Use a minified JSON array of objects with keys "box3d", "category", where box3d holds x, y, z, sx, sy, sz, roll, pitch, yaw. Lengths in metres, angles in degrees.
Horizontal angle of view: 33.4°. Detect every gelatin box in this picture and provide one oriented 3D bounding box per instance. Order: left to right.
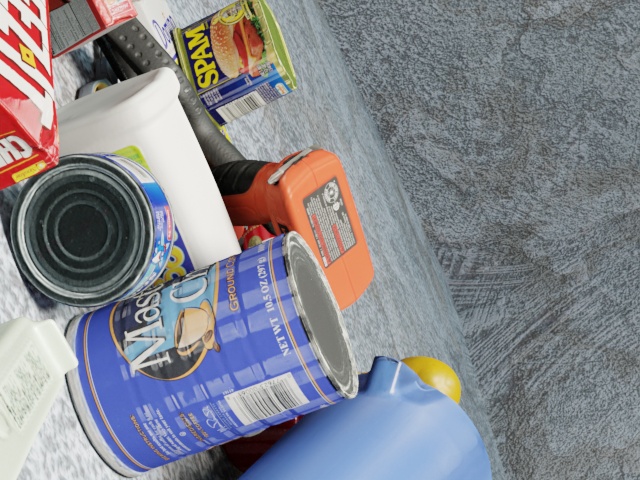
[{"box3d":[-0.169,-0.171,0.725,0.030,0.089,0.073,-32,103,-35],"category":"gelatin box"}]

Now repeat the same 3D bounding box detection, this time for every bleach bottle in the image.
[{"box3d":[-0.088,0.021,0.692,0.251,0.103,0.068,64,26,-22],"category":"bleach bottle"}]

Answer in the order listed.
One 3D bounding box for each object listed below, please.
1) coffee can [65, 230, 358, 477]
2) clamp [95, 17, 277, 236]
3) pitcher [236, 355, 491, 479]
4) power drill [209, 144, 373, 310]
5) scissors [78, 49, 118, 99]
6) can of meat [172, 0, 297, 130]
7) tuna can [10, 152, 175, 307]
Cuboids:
[{"box3d":[-0.062,0.067,0.623,0.102,0.140,0.103,-22,90,-80],"category":"coffee can"},{"box3d":[-0.111,-0.093,0.822,0.210,0.036,0.165,53,-16,-19],"category":"clamp"},{"box3d":[0.000,0.185,0.614,0.149,0.145,0.242,52,30,6],"category":"pitcher"},{"box3d":[-0.055,0.001,0.745,0.057,0.188,0.184,-42,124,-37],"category":"power drill"},{"box3d":[-0.161,-0.116,0.846,0.202,0.016,0.096,-97,165,-55],"category":"scissors"},{"box3d":[-0.074,-0.158,0.937,0.057,0.084,0.102,48,21,-57],"category":"can of meat"},{"box3d":[-0.126,-0.006,0.591,0.033,0.086,0.086,-20,88,-78],"category":"tuna can"}]
